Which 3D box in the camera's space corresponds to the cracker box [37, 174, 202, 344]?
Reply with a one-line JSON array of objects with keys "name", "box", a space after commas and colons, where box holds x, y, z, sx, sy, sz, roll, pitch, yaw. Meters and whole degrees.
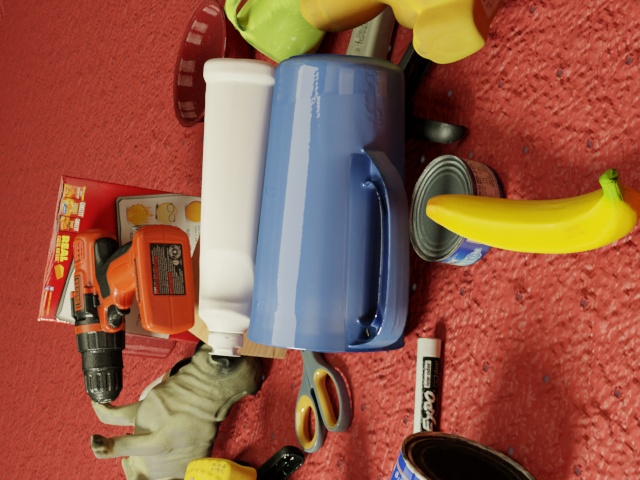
[{"name": "cracker box", "box": [-0.195, 0.025, 1.198, 0.072, 0.213, 0.164, 167, 112, -83]}]

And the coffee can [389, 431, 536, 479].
[{"name": "coffee can", "box": [0.083, 0.220, 0.743, 0.103, 0.102, 0.140, 42, 118, 58]}]

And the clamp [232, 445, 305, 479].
[{"name": "clamp", "box": [-0.086, 0.285, 1.081, 0.210, 0.036, 0.164, -18, 52, 64]}]

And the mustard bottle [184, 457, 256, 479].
[{"name": "mustard bottle", "box": [-0.115, 0.305, 1.003, 0.096, 0.058, 0.191, -21, 50, 55]}]

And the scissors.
[{"name": "scissors", "box": [-0.016, 0.123, 1.049, 0.096, 0.016, 0.202, -65, 31, 26]}]

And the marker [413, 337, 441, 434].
[{"name": "marker", "box": [0.084, 0.139, 0.855, 0.020, 0.020, 0.121, -14, 70, 60]}]

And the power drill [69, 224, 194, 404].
[{"name": "power drill", "box": [-0.194, 0.067, 1.068, 0.188, 0.057, 0.184, -17, 77, 52]}]

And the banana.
[{"name": "banana", "box": [0.152, -0.019, 0.730, 0.037, 0.069, 0.198, -55, 21, -23]}]

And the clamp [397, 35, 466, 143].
[{"name": "clamp", "box": [0.069, -0.108, 0.944, 0.172, 0.039, 0.120, -45, 41, 47]}]

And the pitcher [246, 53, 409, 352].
[{"name": "pitcher", "box": [0.016, -0.028, 0.885, 0.144, 0.149, 0.243, -6, -80, -73]}]

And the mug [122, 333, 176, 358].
[{"name": "mug", "box": [-0.229, 0.107, 1.377, 0.117, 0.081, 0.093, -30, 56, 56]}]

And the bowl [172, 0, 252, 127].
[{"name": "bowl", "box": [-0.128, -0.214, 1.322, 0.162, 0.055, 0.162, -28, 57, 56]}]

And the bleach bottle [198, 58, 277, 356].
[{"name": "bleach bottle", "box": [-0.074, -0.025, 0.935, 0.102, 0.068, 0.251, 32, -117, -79]}]

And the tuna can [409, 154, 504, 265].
[{"name": "tuna can", "box": [0.107, -0.023, 0.848, 0.086, 0.033, 0.086, -29, 57, 56]}]
